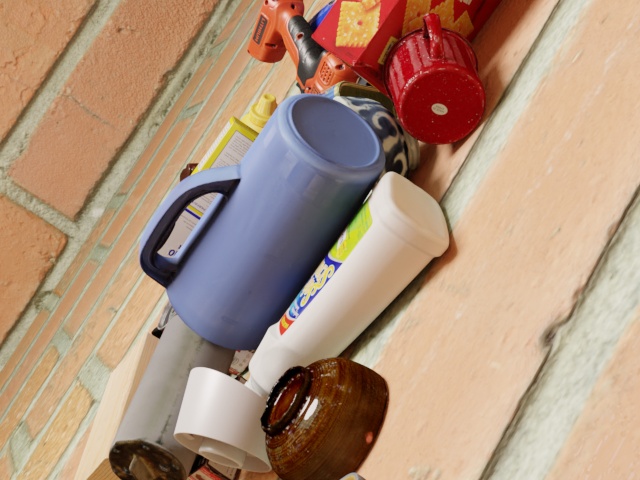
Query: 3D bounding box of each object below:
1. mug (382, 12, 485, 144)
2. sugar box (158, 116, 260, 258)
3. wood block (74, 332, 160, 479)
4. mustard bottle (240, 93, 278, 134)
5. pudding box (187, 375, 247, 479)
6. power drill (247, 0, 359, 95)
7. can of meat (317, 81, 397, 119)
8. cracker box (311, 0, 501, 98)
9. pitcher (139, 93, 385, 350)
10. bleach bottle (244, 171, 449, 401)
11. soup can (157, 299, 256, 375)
[{"bbox_3d":[0.107,-0.151,0.986,0.081,0.093,0.117,-95,1,-57],"label":"mug"},{"bbox_3d":[-0.112,-0.042,1.211,0.176,0.093,0.048,-52,16,11],"label":"sugar box"},{"bbox_3d":[-0.196,0.210,1.172,0.090,0.090,0.206,-48,19,27],"label":"wood block"},{"bbox_3d":[-0.082,-0.105,1.371,0.096,0.058,0.192,-94,14,-48],"label":"mustard bottle"},{"bbox_3d":[-0.105,0.197,1.034,0.090,0.039,0.113,-41,23,40],"label":"pudding box"},{"bbox_3d":[-0.027,-0.207,1.360,0.188,0.057,0.185,58,139,30],"label":"power drill"},{"bbox_3d":[0.023,-0.131,1.173,0.084,0.101,0.057,-23,74,39],"label":"can of meat"},{"bbox_3d":[0.109,-0.247,1.070,0.072,0.164,0.214,41,98,29],"label":"cracker box"},{"bbox_3d":[-0.051,-0.019,0.990,0.149,0.145,0.243,-28,-21,-49],"label":"pitcher"},{"bbox_3d":[0.009,0.061,0.934,0.251,0.068,0.102,-52,14,21],"label":"bleach bottle"},{"bbox_3d":[-0.114,0.092,1.145,0.069,0.102,0.068,-49,18,21],"label":"soup can"}]
